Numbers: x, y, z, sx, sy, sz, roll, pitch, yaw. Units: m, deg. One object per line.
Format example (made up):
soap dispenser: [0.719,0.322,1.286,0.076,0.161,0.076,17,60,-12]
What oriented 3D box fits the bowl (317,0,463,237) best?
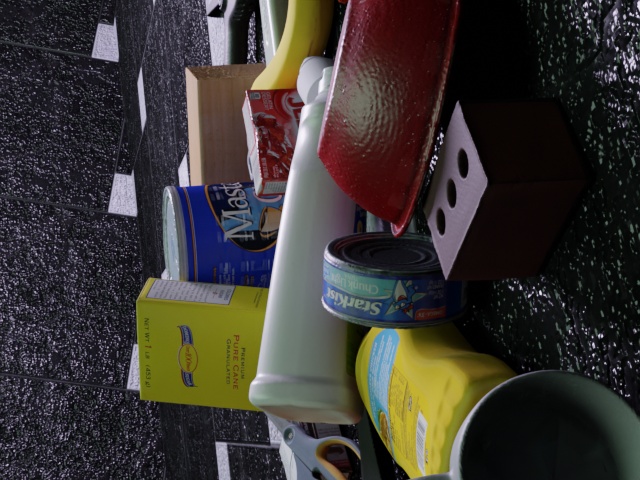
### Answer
bowl: [0.034,-0.085,0.587,0.162,0.055,0.162,-170,92,-88]

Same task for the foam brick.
foam brick: [0.086,-0.024,0.509,0.078,0.051,0.053,103,158,-51]

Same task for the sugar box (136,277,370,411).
sugar box: [-0.051,0.085,0.826,0.048,0.176,0.093,-71,-16,-63]

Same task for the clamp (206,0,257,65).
clamp: [-0.095,-0.269,1.168,0.210,0.036,0.164,104,156,-46]

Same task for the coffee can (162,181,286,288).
coffee can: [-0.056,0.001,0.891,0.103,0.140,0.103,175,90,-76]

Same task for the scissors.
scissors: [-0.024,0.188,0.911,0.202,0.016,0.096,15,86,53]

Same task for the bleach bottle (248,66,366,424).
bleach bottle: [0.003,-0.004,0.740,0.102,0.068,0.251,52,-139,-69]

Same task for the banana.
banana: [-0.023,-0.169,0.893,0.070,0.037,0.198,61,150,32]

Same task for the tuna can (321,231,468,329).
tuna can: [0.044,0.021,0.620,0.086,0.086,0.034,-133,42,-68]

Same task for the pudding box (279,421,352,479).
pudding box: [-0.006,0.200,0.970,0.113,0.039,0.090,99,159,-49]

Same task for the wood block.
wood block: [-0.083,-0.069,1.081,0.091,0.090,0.206,-132,39,-68]

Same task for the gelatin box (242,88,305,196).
gelatin box: [-0.021,-0.081,0.864,0.030,0.073,0.089,114,149,-60]

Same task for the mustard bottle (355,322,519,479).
mustard bottle: [0.062,0.091,0.623,0.192,0.058,0.096,-137,43,-69]
